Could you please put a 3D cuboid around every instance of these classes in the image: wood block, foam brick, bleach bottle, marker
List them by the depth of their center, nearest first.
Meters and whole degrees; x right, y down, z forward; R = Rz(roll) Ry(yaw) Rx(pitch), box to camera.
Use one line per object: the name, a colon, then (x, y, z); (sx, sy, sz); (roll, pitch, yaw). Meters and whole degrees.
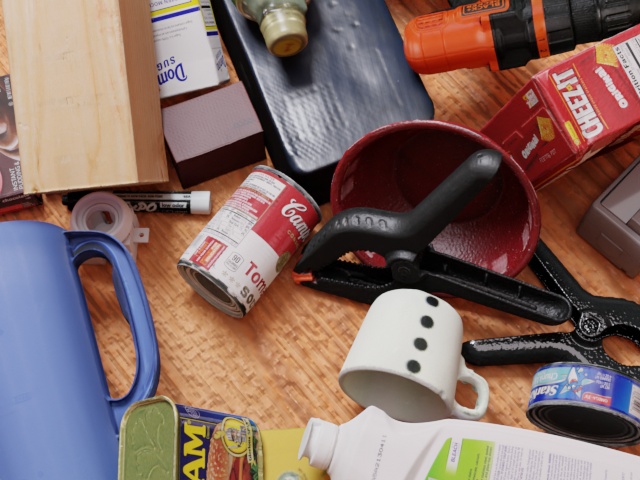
bleach bottle: (0.110, 0.161, 0.711); (0.250, 0.068, 0.102); (18, 61, -3)
wood block: (-0.179, -0.142, 0.806); (0.090, 0.090, 0.206); (-5, 93, 6)
marker: (-0.150, -0.032, 0.871); (0.121, 0.020, 0.020); (1, 67, 0)
foam brick: (-0.089, -0.086, 0.877); (0.078, 0.051, 0.053); (-20, 70, -9)

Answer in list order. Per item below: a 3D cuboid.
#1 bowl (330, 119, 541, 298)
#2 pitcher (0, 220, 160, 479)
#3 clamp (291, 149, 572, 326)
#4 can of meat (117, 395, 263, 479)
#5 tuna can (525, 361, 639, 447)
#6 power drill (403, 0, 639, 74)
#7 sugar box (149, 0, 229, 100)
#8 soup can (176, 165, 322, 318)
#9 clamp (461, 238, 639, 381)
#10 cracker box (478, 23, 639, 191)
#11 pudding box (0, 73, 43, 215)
bowl: (0.092, -0.034, 0.819); (0.162, 0.162, 0.055); (20, 40, 8)
pitcher: (-0.198, 0.113, 0.752); (0.144, 0.149, 0.243); (-1, 63, -48)
clamp: (0.068, 0.003, 0.790); (0.210, 0.164, 0.036); (-1, 43, 27)
can of meat: (-0.084, 0.161, 0.707); (0.058, 0.083, 0.102); (-19, 63, 38)
tuna can: (0.194, 0.119, 0.774); (0.086, 0.086, 0.033); (14, 66, 5)
power drill: (0.163, -0.206, 0.870); (0.184, 0.057, 0.187); (-7, 35, 14)
sugar box: (-0.142, -0.204, 0.875); (0.093, 0.048, 0.176); (-11, 103, 13)
soup can: (-0.055, 0.001, 0.831); (0.068, 0.068, 0.102); (34, 71, 13)
clamp: (0.194, 0.077, 0.819); (0.172, 0.039, 0.120); (32, 77, 19)
cracker box: (0.241, -0.114, 0.827); (0.213, 0.164, 0.072); (-27, 83, -12)
pudding box: (-0.284, -0.073, 0.876); (0.090, 0.039, 0.113); (-15, 68, -6)
